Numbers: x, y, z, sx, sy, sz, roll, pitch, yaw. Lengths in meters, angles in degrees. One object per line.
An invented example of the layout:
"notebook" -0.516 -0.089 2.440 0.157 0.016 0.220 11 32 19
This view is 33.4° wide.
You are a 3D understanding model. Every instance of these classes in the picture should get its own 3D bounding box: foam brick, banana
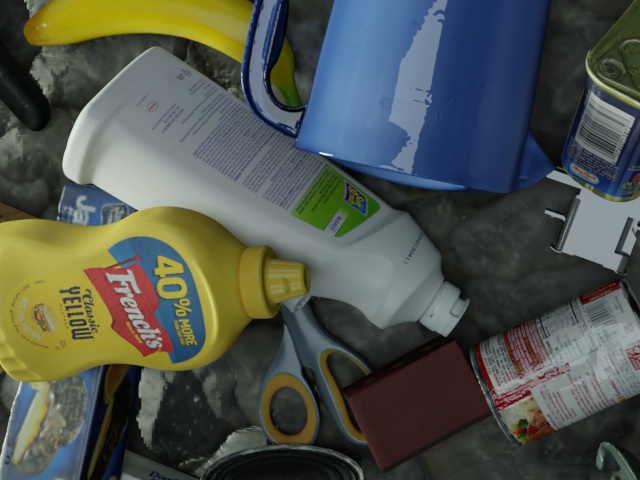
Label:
"foam brick" 0.058 0.100 0.664 0.078 0.053 0.051 -28 91 -3
"banana" -0.098 -0.137 0.691 0.198 0.037 0.070 17 98 9

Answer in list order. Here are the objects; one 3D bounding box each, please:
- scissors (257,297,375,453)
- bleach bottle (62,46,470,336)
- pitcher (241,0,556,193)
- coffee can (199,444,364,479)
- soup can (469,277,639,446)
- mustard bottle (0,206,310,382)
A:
"scissors" -0.030 0.055 0.709 0.096 0.016 0.202 -34 87 15
"bleach bottle" -0.024 -0.015 0.651 0.251 0.102 0.068 33 137 1
"pitcher" 0.062 -0.153 0.607 0.145 0.149 0.243 18 98 50
"coffee can" -0.022 0.214 0.673 0.103 0.102 0.140 2 103 13
"soup can" 0.150 0.072 0.640 0.102 0.068 0.068 -27 89 15
"mustard bottle" -0.099 0.029 0.614 0.192 0.058 0.096 -5 109 14
